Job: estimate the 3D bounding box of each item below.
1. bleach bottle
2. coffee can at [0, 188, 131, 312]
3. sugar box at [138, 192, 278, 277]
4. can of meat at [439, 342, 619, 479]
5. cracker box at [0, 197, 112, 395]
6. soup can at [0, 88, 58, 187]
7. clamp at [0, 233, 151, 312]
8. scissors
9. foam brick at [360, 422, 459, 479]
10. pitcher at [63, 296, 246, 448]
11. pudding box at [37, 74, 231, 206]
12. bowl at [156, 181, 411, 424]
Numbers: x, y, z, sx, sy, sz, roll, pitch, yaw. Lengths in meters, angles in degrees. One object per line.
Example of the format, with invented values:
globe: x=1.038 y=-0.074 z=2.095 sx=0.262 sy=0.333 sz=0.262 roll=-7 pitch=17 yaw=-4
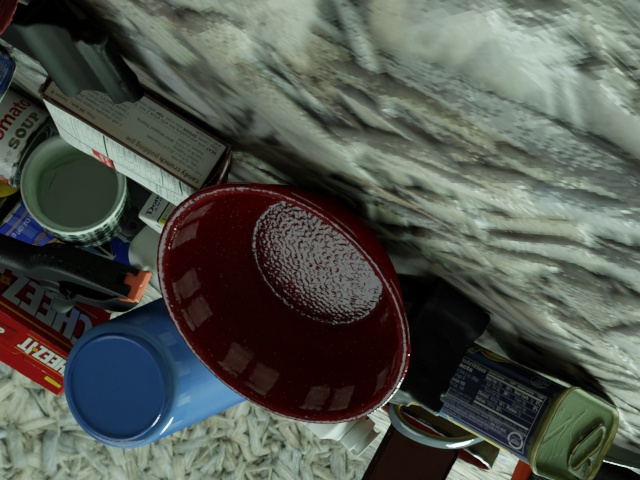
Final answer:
bleach bottle: x=-0.050 y=0.081 z=0.887 sx=0.251 sy=0.068 sz=0.102 roll=44 pitch=166 yaw=8
coffee can: x=-0.232 y=-0.010 z=1.027 sx=0.140 sy=0.102 sz=0.103 roll=36 pitch=168 yaw=-22
sugar box: x=-0.055 y=0.001 z=0.755 sx=0.093 sy=0.048 sz=0.176 roll=38 pitch=166 yaw=-28
can of meat: x=0.129 y=0.109 z=0.679 sx=0.084 sy=0.057 sz=0.102 roll=25 pitch=177 yaw=39
cracker box: x=-0.286 y=0.026 z=1.090 sx=0.164 sy=0.213 sz=0.072 roll=36 pitch=125 yaw=-20
soup can: x=-0.267 y=-0.095 z=0.845 sx=0.102 sy=0.068 sz=0.068 roll=31 pitch=169 yaw=0
clamp: x=-0.228 y=0.024 z=0.905 sx=0.210 sy=0.036 sz=0.164 roll=2 pitch=154 yaw=46
scissors: x=0.143 y=0.117 z=0.765 sx=0.201 sy=0.096 sz=0.016 roll=7 pitch=140 yaw=-14
foam brick: x=0.061 y=0.182 z=0.810 sx=0.051 sy=0.078 sz=0.053 roll=29 pitch=169 yaw=1
pitcher: x=-0.142 y=0.115 z=0.991 sx=0.145 sy=0.149 sz=0.242 roll=32 pitch=-168 yaw=13
pudding box: x=-0.109 y=-0.062 z=0.647 sx=0.113 sy=0.039 sz=0.090 roll=30 pitch=168 yaw=-1
bowl: x=-0.013 y=0.026 z=0.618 sx=0.162 sy=0.055 sz=0.162 roll=16 pitch=127 yaw=22
